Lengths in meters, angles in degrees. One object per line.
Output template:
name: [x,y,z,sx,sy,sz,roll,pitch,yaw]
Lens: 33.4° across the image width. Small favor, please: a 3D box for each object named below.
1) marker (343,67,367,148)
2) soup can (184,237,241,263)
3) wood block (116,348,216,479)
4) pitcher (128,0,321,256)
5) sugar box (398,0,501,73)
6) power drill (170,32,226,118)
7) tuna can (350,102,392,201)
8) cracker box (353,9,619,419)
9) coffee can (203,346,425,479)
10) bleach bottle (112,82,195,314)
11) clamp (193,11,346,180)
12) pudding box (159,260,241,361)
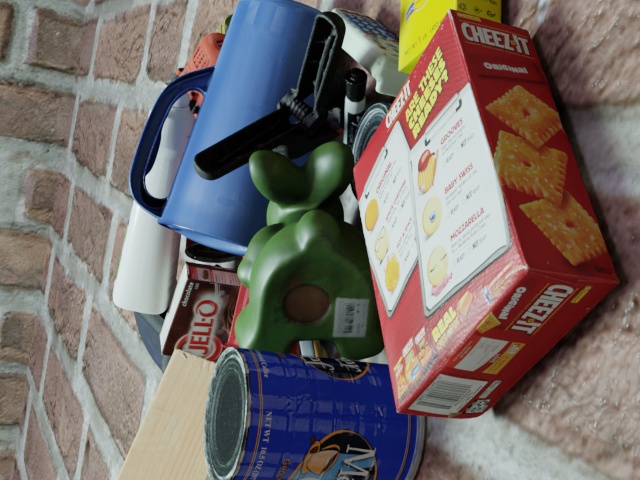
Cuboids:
marker: [0.029,-0.101,0.908,0.121,0.020,0.020,90,174,-55]
soup can: [-0.124,-0.032,1.263,0.069,0.068,0.102,139,136,-59]
wood block: [-0.131,0.222,1.035,0.206,0.091,0.090,-67,-22,-14]
pitcher: [-0.071,-0.109,1.031,0.145,0.149,0.243,12,85,37]
sugar box: [0.097,-0.221,0.804,0.093,0.048,0.176,145,128,-62]
power drill: [-0.116,-0.107,1.186,0.188,0.057,0.185,61,141,19]
tuna can: [0.055,-0.068,0.869,0.086,0.033,0.086,-172,90,-69]
cracker box: [0.096,-0.015,0.696,0.164,0.072,0.213,122,150,-45]
coffee can: [-0.006,0.138,0.802,0.103,0.140,0.103,-172,90,-69]
bleach bottle: [-0.176,-0.051,1.175,0.102,0.068,0.251,-88,10,-71]
clamp: [-0.023,-0.104,0.907,0.164,0.036,0.210,-45,-12,5]
pudding box: [-0.122,0.082,1.185,0.039,0.090,0.114,-112,37,-53]
